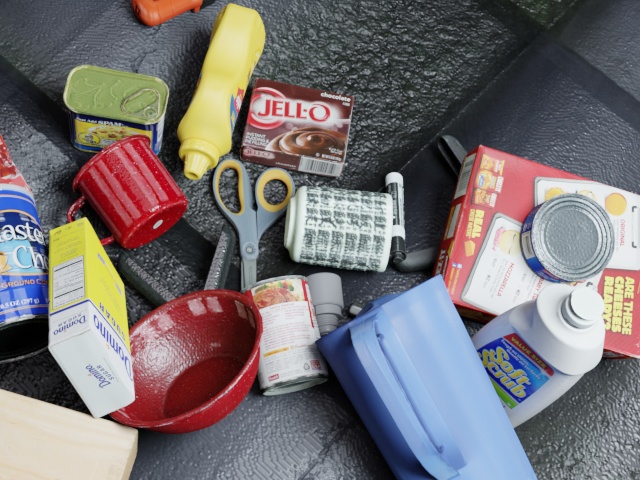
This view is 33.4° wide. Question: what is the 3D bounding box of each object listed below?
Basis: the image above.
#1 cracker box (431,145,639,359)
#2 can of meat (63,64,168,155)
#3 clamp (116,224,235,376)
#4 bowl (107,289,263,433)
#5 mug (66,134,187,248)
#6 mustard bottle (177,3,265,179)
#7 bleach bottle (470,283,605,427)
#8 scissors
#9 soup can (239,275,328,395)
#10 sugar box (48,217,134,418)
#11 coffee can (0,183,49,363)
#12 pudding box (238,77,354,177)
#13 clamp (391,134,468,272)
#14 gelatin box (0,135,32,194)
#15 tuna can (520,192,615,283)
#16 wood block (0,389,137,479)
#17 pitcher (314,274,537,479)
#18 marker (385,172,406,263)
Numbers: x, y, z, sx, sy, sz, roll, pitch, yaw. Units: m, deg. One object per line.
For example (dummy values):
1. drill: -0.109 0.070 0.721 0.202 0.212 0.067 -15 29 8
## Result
1. cracker box: 0.230 0.015 1.086 0.213 0.072 0.164 17 80 -7
2. can of meat: -0.210 -0.129 1.103 0.102 0.084 0.057 9 63 -6
3. clamp: -0.133 0.071 1.047 0.120 0.039 0.171 -9 68 -1
4. bowl: -0.115 0.119 0.963 0.162 0.055 0.162 -18 36 14
5. mug: -0.196 -0.039 1.064 0.117 0.093 0.081 -35 80 -11
6. mustard bottle: -0.109 -0.148 1.123 0.058 0.096 0.191 16 63 -3
7. bleach bottle: 0.190 0.097 0.971 0.068 0.251 0.102 -28 72 -21
8. scissors: -0.057 0.001 1.106 0.096 0.016 0.202 -12 68 -15
9. soup can: -0.035 0.092 1.031 0.068 0.069 0.102 -10 75 -14
10. sugar box: -0.207 0.065 0.960 0.048 0.093 0.176 -23 36 -1
11. coffee can: -0.302 0.032 1.000 0.102 0.103 0.140 -16 69 -17
12. pudding box: -0.025 -0.122 1.157 0.113 0.039 0.090 11 63 -5
13. clamp: 0.193 -0.018 1.144 0.210 0.036 0.164 16 71 -4
14. gelatin box: -0.341 -0.060 1.077 0.073 0.030 0.089 -25 71 -20
15. tuna can: 0.239 -0.001 1.034 0.086 0.034 0.086 2 82 -11
16. wood block: -0.273 0.189 0.937 0.206 0.091 0.090 17 63 -2
17. pitcher: 0.103 0.163 0.971 0.149 0.145 0.243 -24 83 -32
18. marker: 0.079 -0.023 1.121 0.020 0.020 0.121 7 47 -7
